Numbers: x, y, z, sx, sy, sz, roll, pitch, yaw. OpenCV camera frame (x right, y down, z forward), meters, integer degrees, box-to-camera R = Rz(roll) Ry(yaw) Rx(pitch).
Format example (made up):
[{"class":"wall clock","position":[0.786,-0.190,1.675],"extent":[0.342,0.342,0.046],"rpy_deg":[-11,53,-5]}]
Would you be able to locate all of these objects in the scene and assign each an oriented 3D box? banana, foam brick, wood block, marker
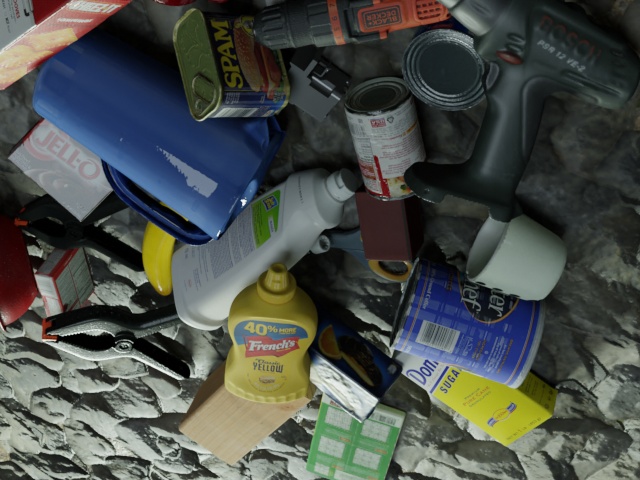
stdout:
[{"class":"banana","position":[-0.173,-0.005,1.250],"extent":[0.069,0.037,0.198],"rpy_deg":[35,132,-4]},{"class":"foam brick","position":[0.073,-0.023,1.104],"extent":[0.051,0.053,0.078],"rpy_deg":[-2,110,22]},{"class":"wood block","position":[-0.084,0.188,1.346],"extent":[0.090,0.090,0.206],"rpy_deg":[36,134,-9]},{"class":"marker","position":[-0.036,0.015,1.205],"extent":[0.121,0.020,0.020],"rpy_deg":[-18,120,45]}]

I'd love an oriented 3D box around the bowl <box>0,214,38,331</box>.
[{"class":"bowl","position":[-0.390,0.029,1.330],"extent":[0.055,0.162,0.162],"rpy_deg":[-15,131,-13]}]

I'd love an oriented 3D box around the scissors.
[{"class":"scissors","position":[0.024,0.012,1.195],"extent":[0.202,0.016,0.096],"rpy_deg":[-5,127,28]}]

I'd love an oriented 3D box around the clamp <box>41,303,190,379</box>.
[{"class":"clamp","position":[-0.245,0.126,1.353],"extent":[0.209,0.036,0.165],"rpy_deg":[1,138,-13]}]

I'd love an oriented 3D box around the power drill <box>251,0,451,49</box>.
[{"class":"power drill","position":[0.014,-0.256,0.912],"extent":[0.184,0.057,0.187],"rpy_deg":[-10,128,7]}]

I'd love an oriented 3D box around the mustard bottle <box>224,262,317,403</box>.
[{"class":"mustard bottle","position":[-0.052,0.097,1.155],"extent":[0.096,0.058,0.192],"rpy_deg":[7,133,-1]}]

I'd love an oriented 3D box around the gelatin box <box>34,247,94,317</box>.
[{"class":"gelatin box","position":[-0.322,0.053,1.345],"extent":[0.030,0.073,0.089],"rpy_deg":[10,133,17]}]

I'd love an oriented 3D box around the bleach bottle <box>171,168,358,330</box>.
[{"class":"bleach bottle","position":[-0.058,0.001,1.157],"extent":[0.251,0.102,0.068],"rpy_deg":[-32,146,33]}]

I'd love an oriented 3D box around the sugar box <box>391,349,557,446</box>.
[{"class":"sugar box","position":[0.176,0.159,1.235],"extent":[0.176,0.048,0.093],"rpy_deg":[33,135,-8]}]

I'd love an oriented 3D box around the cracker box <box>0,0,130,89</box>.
[{"class":"cracker box","position":[-0.285,-0.258,1.010],"extent":[0.214,0.071,0.164],"rpy_deg":[-22,81,36]}]

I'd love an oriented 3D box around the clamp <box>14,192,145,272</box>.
[{"class":"clamp","position":[-0.286,-0.026,1.286],"extent":[0.171,0.039,0.120],"rpy_deg":[13,127,4]}]

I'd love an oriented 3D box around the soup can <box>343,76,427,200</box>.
[{"class":"soup can","position":[0.066,-0.100,1.043],"extent":[0.069,0.068,0.102],"rpy_deg":[0,128,24]}]

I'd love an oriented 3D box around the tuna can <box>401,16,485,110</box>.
[{"class":"tuna can","position":[0.120,-0.165,0.985],"extent":[0.086,0.033,0.086],"rpy_deg":[13,133,14]}]

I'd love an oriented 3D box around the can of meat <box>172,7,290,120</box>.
[{"class":"can of meat","position":[-0.083,-0.166,1.010],"extent":[0.058,0.083,0.102],"rpy_deg":[-29,72,50]}]

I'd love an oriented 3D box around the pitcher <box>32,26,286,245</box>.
[{"class":"pitcher","position":[-0.171,-0.108,1.101],"extent":[0.243,0.149,0.145],"rpy_deg":[32,172,0]}]

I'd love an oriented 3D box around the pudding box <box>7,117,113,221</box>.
[{"class":"pudding box","position":[-0.280,-0.092,1.206],"extent":[0.113,0.039,0.090],"rpy_deg":[42,110,-17]}]

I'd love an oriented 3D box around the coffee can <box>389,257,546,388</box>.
[{"class":"coffee can","position":[0.155,0.087,1.131],"extent":[0.140,0.102,0.103],"rpy_deg":[18,134,0]}]
